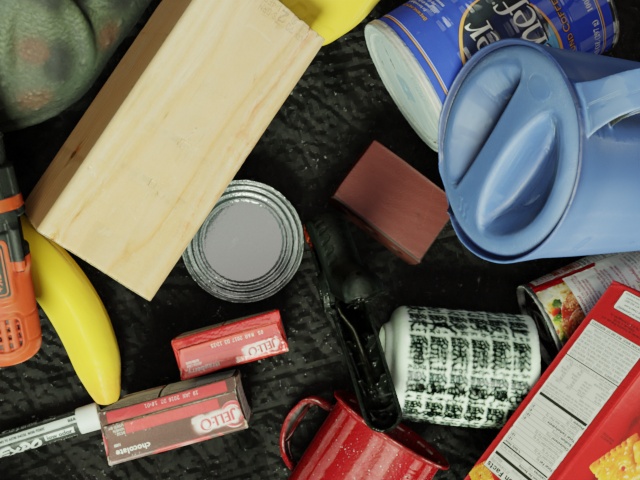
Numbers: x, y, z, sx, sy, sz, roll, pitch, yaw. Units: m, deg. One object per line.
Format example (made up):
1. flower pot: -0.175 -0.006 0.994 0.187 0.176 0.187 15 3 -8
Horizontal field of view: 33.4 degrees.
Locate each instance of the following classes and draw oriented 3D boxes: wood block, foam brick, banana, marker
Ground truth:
1. wood block: -0.101 -0.077 0.715 0.090 0.091 0.206 35 87 -25
2. foam brick: 0.050 -0.026 0.752 0.078 0.053 0.051 37 87 -1
3. banana: -0.202 0.030 0.749 0.198 0.037 0.070 40 104 0
4. marker: -0.213 0.141 0.751 0.121 0.020 0.020 -17 89 -3

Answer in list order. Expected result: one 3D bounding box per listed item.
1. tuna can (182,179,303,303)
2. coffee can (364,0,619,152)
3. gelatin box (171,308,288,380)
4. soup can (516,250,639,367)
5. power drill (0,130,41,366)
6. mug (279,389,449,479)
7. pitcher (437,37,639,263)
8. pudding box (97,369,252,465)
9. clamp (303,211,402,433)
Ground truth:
1. tuna can: -0.055 0.001 0.755 0.086 0.034 0.086 0 89 -3
2. coffee can: 0.116 -0.139 0.733 0.140 0.103 0.103 -32 90 -3
3. gelatin box: -0.059 0.070 0.725 0.073 0.089 0.030 -15 89 -3
4. soup can: 0.199 0.043 0.750 0.102 0.068 0.068 -23 90 -4
5. power drill: -0.275 0.003 0.655 0.187 0.057 0.184 -10 104 -13
6. mug: 0.019 0.155 0.734 0.117 0.093 0.081 34 92 27
7. pitcher: 0.210 -0.056 0.679 0.242 0.149 0.145 -1 117 -30
8. pudding box: -0.093 0.115 0.711 0.090 0.113 0.039 -14 88 -3
9. clamp: 0.017 0.027 0.696 0.039 0.171 0.120 -11 133 -11
